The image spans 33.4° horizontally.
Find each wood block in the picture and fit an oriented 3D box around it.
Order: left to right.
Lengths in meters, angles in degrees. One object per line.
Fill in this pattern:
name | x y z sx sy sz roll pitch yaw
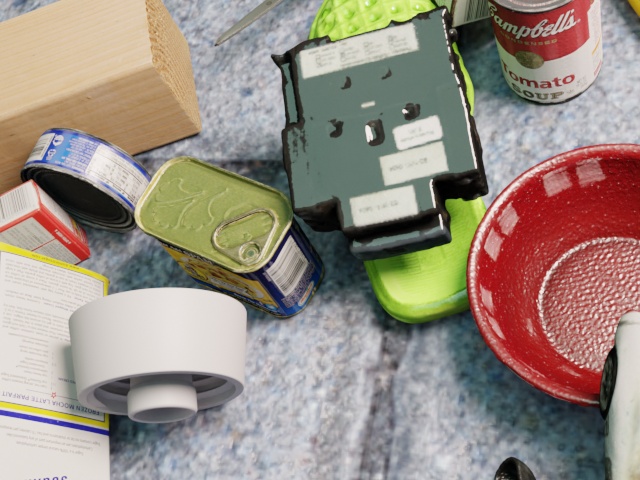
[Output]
wood block | -0.201 -0.103 0.775 0.206 0.090 0.091 -18 60 9

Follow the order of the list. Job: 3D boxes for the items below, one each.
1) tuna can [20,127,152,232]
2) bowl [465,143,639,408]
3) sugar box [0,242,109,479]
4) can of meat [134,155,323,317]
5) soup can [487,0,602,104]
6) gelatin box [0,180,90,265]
tuna can | -0.159 -0.041 0.731 0.086 0.086 0.033 12 66 23
bowl | 0.167 0.026 0.608 0.162 0.055 0.162 -8 62 14
sugar box | -0.179 0.095 0.662 0.048 0.093 0.176 -28 54 38
can of meat | -0.054 0.001 0.677 0.102 0.084 0.057 21 72 26
soup can | 0.142 -0.141 0.675 0.068 0.102 0.068 -7 62 14
gelatin box | -0.215 0.004 0.734 0.089 0.073 0.030 -26 58 5
